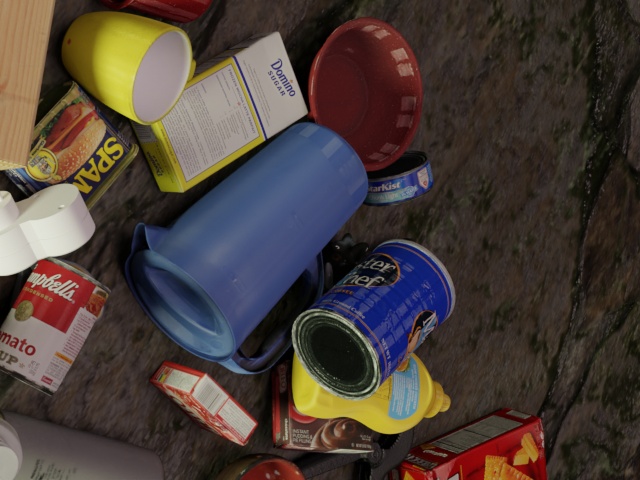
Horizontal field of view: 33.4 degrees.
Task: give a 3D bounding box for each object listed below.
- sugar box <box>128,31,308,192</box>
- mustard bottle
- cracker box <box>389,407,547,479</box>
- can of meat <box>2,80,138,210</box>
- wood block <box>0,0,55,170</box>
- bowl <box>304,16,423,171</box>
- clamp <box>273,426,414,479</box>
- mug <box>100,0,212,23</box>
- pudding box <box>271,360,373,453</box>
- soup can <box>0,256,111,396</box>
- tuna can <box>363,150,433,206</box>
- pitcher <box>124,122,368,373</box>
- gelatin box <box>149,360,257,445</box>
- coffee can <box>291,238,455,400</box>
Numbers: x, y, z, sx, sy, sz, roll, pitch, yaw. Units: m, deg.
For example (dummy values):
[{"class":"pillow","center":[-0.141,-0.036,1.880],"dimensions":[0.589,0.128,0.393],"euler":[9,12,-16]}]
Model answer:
[{"class":"sugar box","center":[-0.098,-0.128,1.043],"dimensions":[0.176,0.048,0.093],"euler":[-37,117,-36]},{"class":"mustard bottle","center":[0.062,0.153,1.130],"dimensions":[0.191,0.058,0.096],"euler":[19,59,-31]},{"class":"cracker box","center":[0.189,0.318,1.309],"dimensions":[0.213,0.072,0.164],"euler":[-14,103,-38]},{"class":"can of meat","center":[-0.224,-0.076,0.933],"dimensions":[0.084,0.058,0.102],"euler":[50,64,-29]},{"class":"wood block","center":[-0.275,-0.167,0.850],"dimensions":[0.090,0.090,0.206],"euler":[14,81,-41]},{"class":"bowl","center":[0.036,-0.156,1.145],"dimensions":[0.161,0.055,0.162],"euler":[-4,97,-40]},{"class":"clamp","center":[0.055,0.251,1.208],"dimensions":[0.209,0.036,0.164],"euler":[-47,113,-29]},{"class":"mug","center":[-0.138,-0.251,0.956],"dimensions":[0.081,0.117,0.093],"euler":[8,49,-45]},{"class":"pudding box","center":[0.002,0.179,1.138],"dimensions":[0.113,0.039,0.090],"euler":[13,66,-37]},{"class":"soup can","center":[-0.233,0.072,0.910],"dimensions":[0.068,0.069,0.102],"euler":[37,73,-36]},{"class":"tuna can","center":[0.080,-0.068,1.172],"dimensions":[0.086,0.086,0.034],"euler":[-30,114,-35]},{"class":"pitcher","center":[-0.057,0.001,1.038],"dimensions":[0.242,0.145,0.149],"euler":[-45,155,-31]},{"class":"gelatin box","center":[-0.113,0.158,1.038],"dimensions":[0.030,0.073,0.089],"euler":[-54,125,-21]},{"class":"coffee can","center":[0.054,0.076,1.048],"dimensions":[0.140,0.103,0.103],"euler":[-39,118,-42]}]
